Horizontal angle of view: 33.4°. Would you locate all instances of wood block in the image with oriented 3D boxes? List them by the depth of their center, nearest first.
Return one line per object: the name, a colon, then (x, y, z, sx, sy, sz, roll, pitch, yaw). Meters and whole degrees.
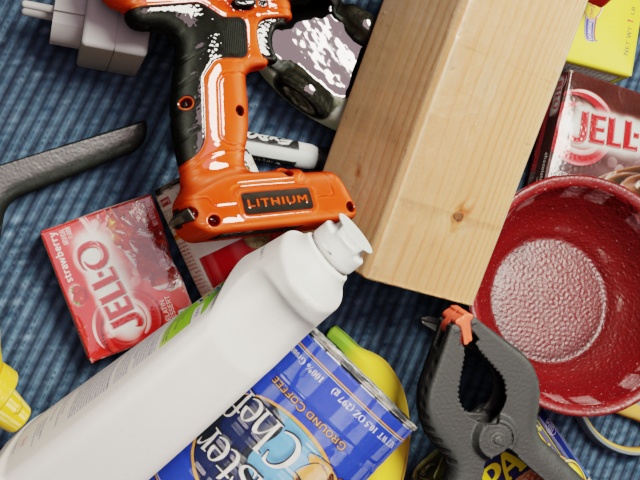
wood block: (0.075, -0.076, 0.671, 0.090, 0.090, 0.206, 15, 98, -32)

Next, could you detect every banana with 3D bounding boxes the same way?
banana: (0.020, 0.160, 0.711, 0.070, 0.037, 0.198, 10, 81, 12)

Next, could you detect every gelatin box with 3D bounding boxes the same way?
gelatin box: (-0.128, 0.024, 0.677, 0.073, 0.030, 0.089, -20, 93, -15)

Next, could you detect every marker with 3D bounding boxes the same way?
marker: (-0.034, -0.061, 0.712, 0.121, 0.020, 0.020, 9, 85, -15)

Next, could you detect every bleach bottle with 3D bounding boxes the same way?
bleach bottle: (-0.076, 0.075, 0.606, 0.251, 0.102, 0.068, -39, 103, 13)

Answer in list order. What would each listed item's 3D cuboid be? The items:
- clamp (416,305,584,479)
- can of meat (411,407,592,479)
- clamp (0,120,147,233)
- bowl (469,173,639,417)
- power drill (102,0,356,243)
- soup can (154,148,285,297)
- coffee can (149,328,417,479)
clamp: (0.097, 0.129, 0.667, 0.120, 0.039, 0.171, -28, 100, -15)
can of meat: (0.127, 0.166, 0.727, 0.102, 0.057, 0.084, -37, 100, -13)
clamp: (-0.215, -0.034, 0.653, 0.164, 0.036, 0.210, 28, 83, -16)
bowl: (0.168, 0.038, 0.729, 0.162, 0.055, 0.162, 2, 82, -13)
power drill: (-0.032, -0.098, 0.633, 0.184, 0.057, 0.187, -8, 85, -20)
soup can: (-0.054, 0.001, 0.679, 0.068, 0.069, 0.102, -26, 94, -15)
coffee can: (-0.026, 0.129, 0.651, 0.103, 0.103, 0.140, 44, 88, -9)
